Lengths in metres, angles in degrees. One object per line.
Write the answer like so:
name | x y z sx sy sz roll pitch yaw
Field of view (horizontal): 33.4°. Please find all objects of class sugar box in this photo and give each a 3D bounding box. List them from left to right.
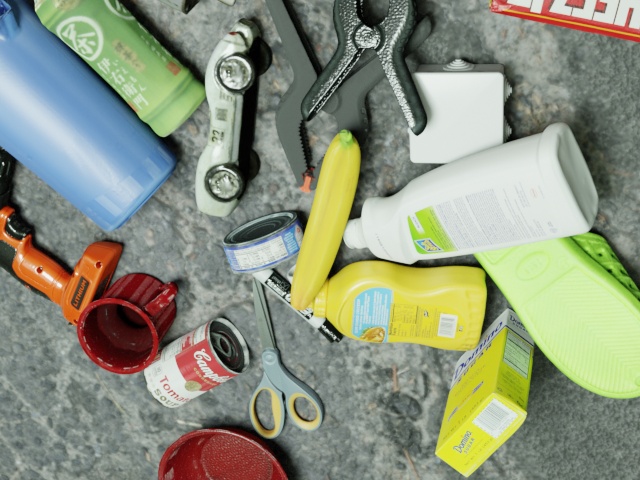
sugar box | 0.166 0.145 1.057 0.048 0.176 0.093 36 116 -5

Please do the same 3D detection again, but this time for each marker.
marker | -0.023 0.069 1.160 0.121 0.020 0.020 41 116 -6

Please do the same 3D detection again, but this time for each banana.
banana | 0.005 -0.027 1.048 0.037 0.069 0.198 22 116 18

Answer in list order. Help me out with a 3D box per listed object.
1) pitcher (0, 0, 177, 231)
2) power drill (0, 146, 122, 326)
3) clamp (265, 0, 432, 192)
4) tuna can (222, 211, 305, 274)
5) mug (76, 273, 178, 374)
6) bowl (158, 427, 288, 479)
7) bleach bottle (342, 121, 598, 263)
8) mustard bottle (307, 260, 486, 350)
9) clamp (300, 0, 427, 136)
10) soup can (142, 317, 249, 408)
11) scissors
pitcher | -0.271 -0.123 1.090 0.242 0.149 0.145 44 101 -10
power drill | -0.318 -0.003 1.183 0.187 0.057 0.185 29 123 4
clamp | -0.001 -0.150 1.049 0.164 0.036 0.210 22 116 3
tuna can | -0.057 0.001 1.103 0.086 0.086 0.034 -14 107 20
mug | -0.201 0.081 1.176 0.117 0.081 0.093 -38 101 25
bowl | -0.106 0.277 1.252 0.162 0.055 0.162 5 114 12
bleach bottle | 0.127 -0.034 1.013 0.251 0.068 0.102 -12 120 35
mustard bottle | 0.069 0.064 1.094 0.191 0.058 0.096 4 134 2
clamp | 0.038 -0.181 0.985 0.120 0.039 0.171 0 96 11
soup can | -0.140 0.138 1.193 0.102 0.068 0.068 -30 103 24
scissors | -0.037 0.139 1.197 0.096 0.016 0.202 10 115 8
